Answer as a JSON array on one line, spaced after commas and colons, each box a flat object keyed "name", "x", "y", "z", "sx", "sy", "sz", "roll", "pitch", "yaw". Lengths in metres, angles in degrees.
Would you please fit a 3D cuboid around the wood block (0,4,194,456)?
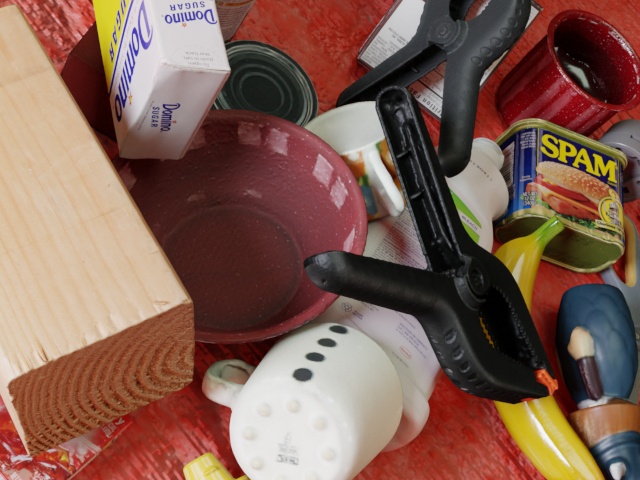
[{"name": "wood block", "x": -0.150, "y": -0.010, "z": 0.543, "sx": 0.090, "sy": 0.090, "sz": 0.206, "roll": -23, "pitch": 62, "yaw": -20}]

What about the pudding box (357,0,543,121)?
[{"name": "pudding box", "x": 0.095, "y": -0.154, "z": 0.790, "sx": 0.090, "sy": 0.114, "sz": 0.039, "roll": 36, "pitch": 17, "yaw": -7}]

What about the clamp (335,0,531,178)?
[{"name": "clamp", "x": 0.083, "y": -0.134, "z": 0.738, "sx": 0.039, "sy": 0.120, "sz": 0.171, "roll": 36, "pitch": 80, "yaw": -56}]

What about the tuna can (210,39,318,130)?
[{"name": "tuna can", "x": -0.045, "y": -0.093, "z": 0.723, "sx": 0.086, "sy": 0.034, "sz": 0.086, "roll": 13, "pitch": 58, "yaw": -22}]

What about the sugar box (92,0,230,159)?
[{"name": "sugar box", "x": -0.100, "y": -0.145, "z": 0.617, "sx": 0.048, "sy": 0.093, "sz": 0.176, "roll": 1, "pitch": 62, "yaw": -26}]

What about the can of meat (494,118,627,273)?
[{"name": "can of meat", "x": 0.179, "y": -0.032, "z": 0.800, "sx": 0.102, "sy": 0.058, "sz": 0.084, "roll": 19, "pitch": 58, "yaw": -18}]

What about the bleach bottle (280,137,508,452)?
[{"name": "bleach bottle", "x": 0.070, "y": 0.016, "z": 0.709, "sx": 0.102, "sy": 0.068, "sz": 0.250, "roll": 41, "pitch": 49, "yaw": -3}]

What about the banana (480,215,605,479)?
[{"name": "banana", "x": 0.141, "y": 0.080, "z": 0.712, "sx": 0.037, "sy": 0.070, "sz": 0.198, "roll": 26, "pitch": 54, "yaw": -55}]

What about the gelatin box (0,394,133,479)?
[{"name": "gelatin box", "x": -0.156, "y": 0.088, "z": 0.560, "sx": 0.089, "sy": 0.030, "sz": 0.073, "roll": 48, "pitch": 51, "yaw": 2}]

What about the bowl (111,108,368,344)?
[{"name": "bowl", "x": -0.054, "y": 0.001, "z": 0.632, "sx": 0.162, "sy": 0.055, "sz": 0.162, "roll": 1, "pitch": 57, "yaw": -2}]

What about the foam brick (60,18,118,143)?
[{"name": "foam brick", "x": -0.126, "y": -0.114, "z": 0.679, "sx": 0.053, "sy": 0.051, "sz": 0.078, "roll": 32, "pitch": 53, "yaw": -9}]

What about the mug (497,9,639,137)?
[{"name": "mug", "x": 0.203, "y": -0.122, "z": 0.849, "sx": 0.117, "sy": 0.082, "sz": 0.093, "roll": -12, "pitch": 70, "yaw": -33}]

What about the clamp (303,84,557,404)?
[{"name": "clamp", "x": 0.077, "y": 0.017, "z": 0.636, "sx": 0.209, "sy": 0.036, "sz": 0.164, "roll": 44, "pitch": 44, "yaw": -29}]
